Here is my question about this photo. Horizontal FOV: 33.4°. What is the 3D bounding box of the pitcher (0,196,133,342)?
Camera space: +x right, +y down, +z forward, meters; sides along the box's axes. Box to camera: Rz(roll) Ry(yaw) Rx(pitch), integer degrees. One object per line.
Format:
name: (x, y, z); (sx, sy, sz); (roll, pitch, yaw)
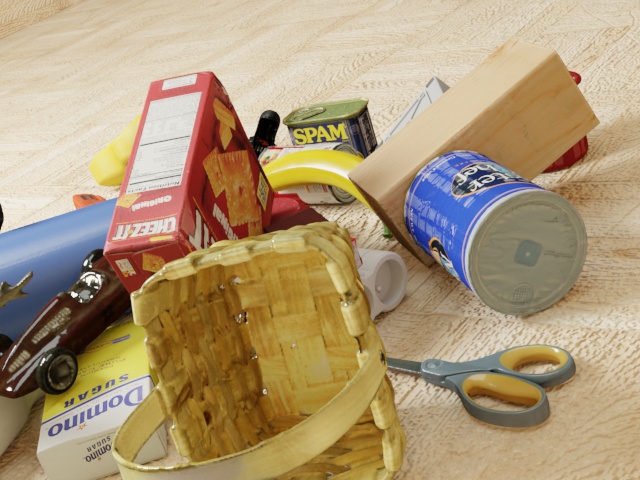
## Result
pitcher: (-0.264, 0.040, 1.056); (0.242, 0.145, 0.149); (-22, 43, -20)

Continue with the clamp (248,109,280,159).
clamp: (-0.070, -0.117, 1.292); (0.039, 0.120, 0.171); (23, 21, -8)

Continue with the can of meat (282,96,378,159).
can of meat: (0.016, -0.114, 1.240); (0.102, 0.084, 0.057); (-4, 26, 30)

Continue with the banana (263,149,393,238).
banana: (0.006, -0.062, 1.105); (0.198, 0.037, 0.069); (21, 83, 40)

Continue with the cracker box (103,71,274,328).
cracker box: (-0.104, -0.018, 0.927); (0.072, 0.164, 0.213); (-10, 44, 15)

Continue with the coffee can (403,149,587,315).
coffee can: (0.141, -0.010, 0.888); (0.102, 0.103, 0.140); (-22, 23, -9)

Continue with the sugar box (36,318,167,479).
sugar box: (-0.177, 0.128, 0.879); (0.093, 0.048, 0.176); (-19, 21, -3)

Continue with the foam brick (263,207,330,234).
foam brick: (-0.011, 0.018, 0.968); (0.051, 0.078, 0.053); (-24, 23, -11)

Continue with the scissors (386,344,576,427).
scissors: (0.105, 0.091, 0.797); (0.096, 0.016, 0.202); (-27, 24, -25)

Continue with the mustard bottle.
mustard bottle: (-0.231, -0.129, 1.401); (0.096, 0.058, 0.192); (-27, -1, -34)

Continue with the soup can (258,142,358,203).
soup can: (-0.012, -0.074, 1.192); (0.102, 0.068, 0.068); (1, 29, 36)

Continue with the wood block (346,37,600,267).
wood block: (0.140, -0.083, 0.991); (0.206, 0.090, 0.091); (-40, 24, -1)
